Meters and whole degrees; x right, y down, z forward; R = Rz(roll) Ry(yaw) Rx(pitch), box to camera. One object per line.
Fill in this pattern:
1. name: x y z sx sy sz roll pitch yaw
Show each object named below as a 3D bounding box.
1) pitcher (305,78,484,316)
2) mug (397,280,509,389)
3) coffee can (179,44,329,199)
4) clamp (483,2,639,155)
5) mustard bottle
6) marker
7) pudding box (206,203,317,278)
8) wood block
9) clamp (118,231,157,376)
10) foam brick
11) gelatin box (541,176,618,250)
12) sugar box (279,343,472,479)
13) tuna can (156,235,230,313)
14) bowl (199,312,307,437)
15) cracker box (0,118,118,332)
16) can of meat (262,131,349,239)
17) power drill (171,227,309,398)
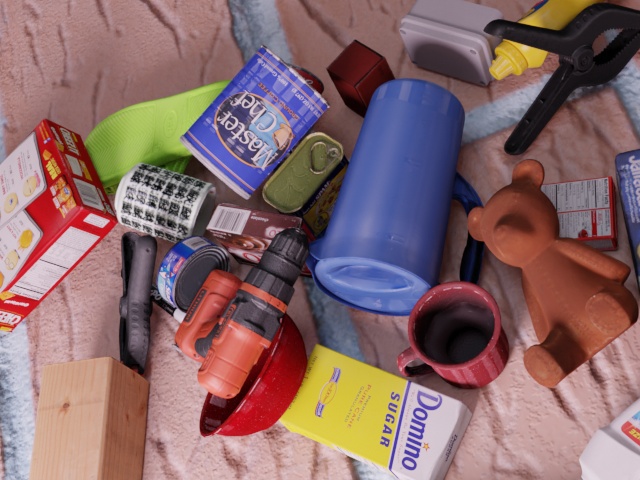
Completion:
1. pitcher: 0.092 -0.046 1.148 0.145 0.149 0.242 -5 58 37
2. mug: 0.132 0.105 1.069 0.117 0.081 0.093 -30 57 5
3. coffee can: -0.073 -0.131 1.187 0.140 0.102 0.103 -48 57 3
4. clamp: 0.268 -0.204 1.147 0.210 0.164 0.036 -32 40 -7
5. mustard bottle: 0.263 -0.251 1.196 0.191 0.096 0.058 -44 91 -3
6. marker: -0.196 0.063 1.262 0.121 0.020 0.020 32 79 32
7. pudding box: -0.058 0.001 1.196 0.114 0.090 0.039 13 68 28
8. wood block: -0.251 0.240 1.150 0.091 0.090 0.206 -10 61 19
9. clamp: -0.207 0.069 1.208 0.039 0.120 0.171 -1 84 -14
10. foam brick: 0.052 -0.187 1.258 0.053 0.078 0.051 -47 56 -9
11. gelatin box: 0.264 -0.025 1.114 0.089 0.030 0.073 -6 61 21
12. sugar box: 0.055 0.179 1.083 0.176 0.048 0.093 17 72 30
13. tuna can: -0.145 0.038 1.215 0.034 0.086 0.086 30 78 33
14. bowl: -0.061 0.145 1.114 0.162 0.055 0.162 -52 16 21
15. cracker box: -0.359 -0.017 1.313 0.214 0.072 0.164 -43 54 17
16. can of meat: -0.006 -0.058 1.209 0.058 0.084 0.102 35 80 33
17. power drill: -0.087 0.070 1.123 0.184 0.057 0.188 -60 15 -10
